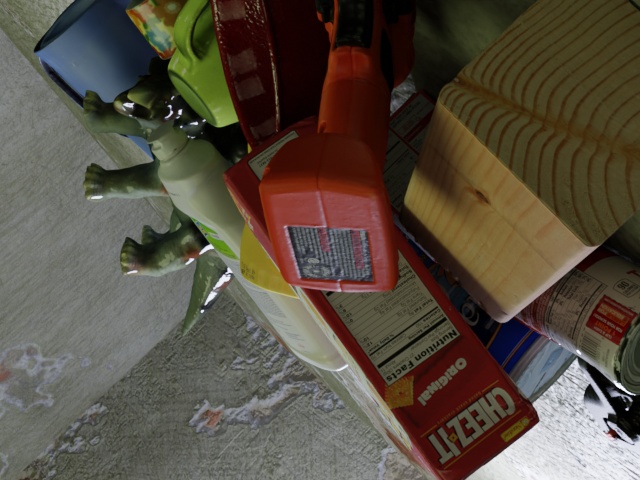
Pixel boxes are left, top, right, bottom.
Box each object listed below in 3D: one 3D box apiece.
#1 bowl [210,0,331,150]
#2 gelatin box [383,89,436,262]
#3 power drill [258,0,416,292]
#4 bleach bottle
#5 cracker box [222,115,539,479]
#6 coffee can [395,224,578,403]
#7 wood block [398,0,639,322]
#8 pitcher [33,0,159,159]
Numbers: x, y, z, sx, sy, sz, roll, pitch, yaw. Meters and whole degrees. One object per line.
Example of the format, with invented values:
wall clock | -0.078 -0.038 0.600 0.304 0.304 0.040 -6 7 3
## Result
bowl | -0.026 -0.132 0.680 0.162 0.055 0.162 167 90 -77
gelatin box | 0.069 -0.043 0.694 0.089 0.073 0.030 44 172 12
power drill | 0.015 -0.084 0.496 0.057 0.187 0.184 3 150 11
bleach bottle | -0.056 0.001 0.913 0.250 0.068 0.103 52 161 -25
cracker box | 0.034 0.039 0.654 0.214 0.072 0.164 54 176 6
coffee can | 0.114 0.042 0.766 0.140 0.102 0.102 42 170 26
wood block | 0.106 -0.033 0.526 0.091 0.090 0.206 46 171 9
pitcher | -0.176 -0.157 1.121 0.242 0.145 0.149 47 180 -24
